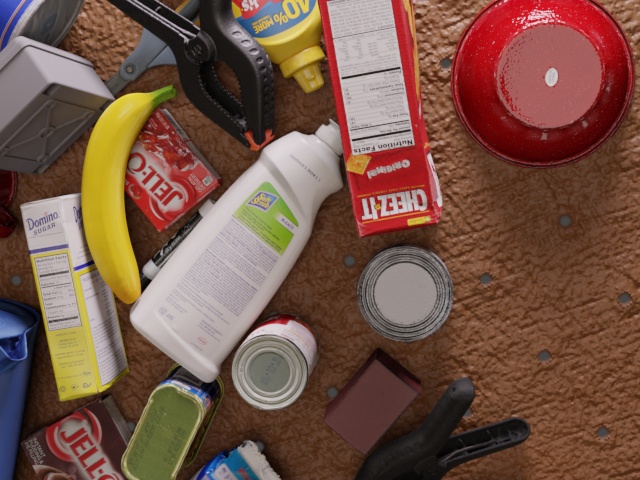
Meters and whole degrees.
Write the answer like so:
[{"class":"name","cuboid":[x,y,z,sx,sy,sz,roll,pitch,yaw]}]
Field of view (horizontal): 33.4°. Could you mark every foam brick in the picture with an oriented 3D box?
[{"class":"foam brick","cuboid":[0.047,0.146,0.966,0.051,0.053,0.078,40,99,0]}]

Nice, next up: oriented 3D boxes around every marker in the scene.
[{"class":"marker","cuboid":[-0.137,0.010,0.987,0.020,0.020,0.121,45,98,0]}]

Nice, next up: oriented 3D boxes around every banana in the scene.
[{"class":"banana","cuboid":[-0.178,-0.046,0.941,0.070,0.037,0.198,10,92,14]}]

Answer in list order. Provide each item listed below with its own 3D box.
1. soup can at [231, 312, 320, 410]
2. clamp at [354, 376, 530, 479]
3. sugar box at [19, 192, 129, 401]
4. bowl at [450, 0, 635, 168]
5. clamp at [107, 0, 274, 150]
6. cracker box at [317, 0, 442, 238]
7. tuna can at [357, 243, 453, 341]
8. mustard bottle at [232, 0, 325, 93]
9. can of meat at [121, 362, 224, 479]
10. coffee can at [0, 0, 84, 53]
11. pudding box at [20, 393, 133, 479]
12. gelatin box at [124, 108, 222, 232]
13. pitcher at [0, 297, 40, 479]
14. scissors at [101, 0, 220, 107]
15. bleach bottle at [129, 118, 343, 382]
[{"class":"soup can","cuboid":[-0.038,0.106,0.946,0.068,0.102,0.068,1,96,6]},{"class":"clamp","cuboid":[0.094,0.184,0.948,0.171,0.039,0.120,-32,130,8]},{"class":"sugar box","cuboid":[-0.220,0.047,0.963,0.048,0.093,0.176,-12,94,6]},{"class":"bowl","cuboid":[0.194,-0.141,0.920,0.162,0.055,0.162,1,97,5]},{"class":"clamp","cuboid":[-0.092,-0.177,0.910,0.165,0.036,0.210,-25,103,43]},{"class":"cracker box","cuboid":[0.053,-0.119,0.882,0.072,0.164,0.214,-10,95,8]},{"class":"tuna can","cuboid":[0.077,0.046,0.962,0.086,0.033,0.086,1,96,6]},{"class":"mustard bottle","cuboid":[-0.046,-0.219,0.934,0.096,0.058,0.191,-26,93,2]},{"class":"can of meat","cuboid":[-0.134,0.169,0.971,0.057,0.084,0.102,25,98,3]},{"class":"coffee can","cuboid":[-0.292,-0.230,0.935,0.140,0.102,0.103,37,98,1]},{"class":"pudding box","cuboid":[-0.214,0.214,1.006,0.090,0.039,0.113,-29,92,8]},{"class":"gelatin box","cuboid":[-0.145,-0.064,0.974,0.073,0.030,0.089,-38,91,9]},{"class":"pitcher","cuboid":[-0.343,0.172,0.980,0.145,0.149,0.243,7,100,-10]},{"class":"scissors","cuboid":[-0.152,-0.151,0.973,0.096,0.016,0.202,33,98,1]},{"class":"bleach bottle","cuboid":[-0.056,0.001,0.956,0.102,0.068,0.251,40,94,-15]}]
